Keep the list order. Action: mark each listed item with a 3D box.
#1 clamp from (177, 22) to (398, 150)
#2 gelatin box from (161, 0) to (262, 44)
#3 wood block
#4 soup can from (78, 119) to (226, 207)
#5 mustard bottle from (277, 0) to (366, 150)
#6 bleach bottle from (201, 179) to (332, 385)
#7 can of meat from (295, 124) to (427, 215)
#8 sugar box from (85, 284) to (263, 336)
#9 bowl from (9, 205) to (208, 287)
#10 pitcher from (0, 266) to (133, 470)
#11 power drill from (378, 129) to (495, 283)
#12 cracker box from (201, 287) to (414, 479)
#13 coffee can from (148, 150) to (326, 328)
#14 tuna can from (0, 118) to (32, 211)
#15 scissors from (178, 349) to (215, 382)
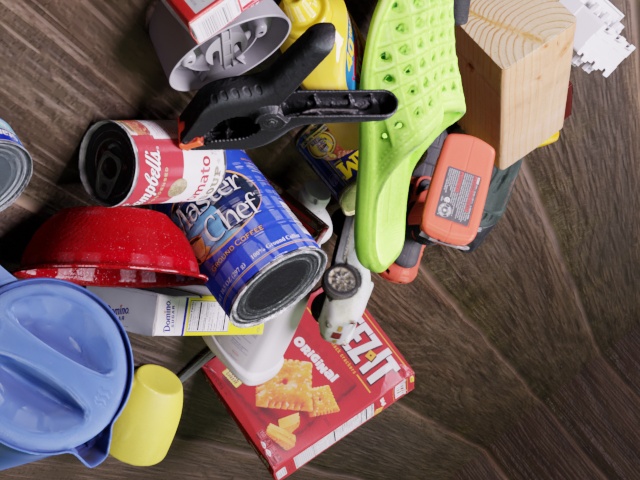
[{"bbox_3d":[-0.028,-0.102,0.815,0.172,0.039,0.120,-18,145,32],"label":"clamp"},{"bbox_3d":[-0.069,-0.186,0.722,0.089,0.073,0.030,-36,157,-6],"label":"gelatin box"},{"bbox_3d":[0.194,-0.172,1.100,0.090,0.091,0.206,-35,156,-7],"label":"wood block"},{"bbox_3d":[-0.134,-0.063,0.861,0.102,0.068,0.069,-7,141,-51],"label":"soup can"},{"bbox_3d":[0.007,-0.151,0.871,0.058,0.096,0.191,-6,161,16],"label":"mustard bottle"},{"bbox_3d":[-0.045,0.040,1.127,0.067,0.103,0.251,-27,155,-45],"label":"bleach bottle"},{"bbox_3d":[0.038,-0.089,1.036,0.102,0.084,0.057,-37,156,-3],"label":"can of meat"},{"bbox_3d":[-0.140,0.068,1.053,0.175,0.093,0.048,3,95,-57],"label":"sugar box"},{"bbox_3d":[-0.173,0.005,0.886,0.162,0.055,0.162,1,172,0],"label":"bowl"},{"bbox_3d":[-0.262,0.116,0.877,0.144,0.149,0.243,18,154,-25],"label":"pitcher"},{"bbox_3d":[0.117,-0.052,1.090,0.188,0.057,0.184,145,-40,-77],"label":"power drill"},{"bbox_3d":[-0.015,0.170,1.328,0.213,0.164,0.072,-33,158,-11],"label":"cracker box"},{"bbox_3d":[-0.075,-0.008,0.951,0.102,0.140,0.103,-31,155,-16],"label":"coffee can"},{"bbox_3d":[-0.251,-0.050,0.759,0.086,0.034,0.086,-31,155,-16],"label":"tuna can"},{"bbox_3d":[-0.094,0.113,1.298,0.202,0.016,0.096,-47,155,20],"label":"scissors"}]
